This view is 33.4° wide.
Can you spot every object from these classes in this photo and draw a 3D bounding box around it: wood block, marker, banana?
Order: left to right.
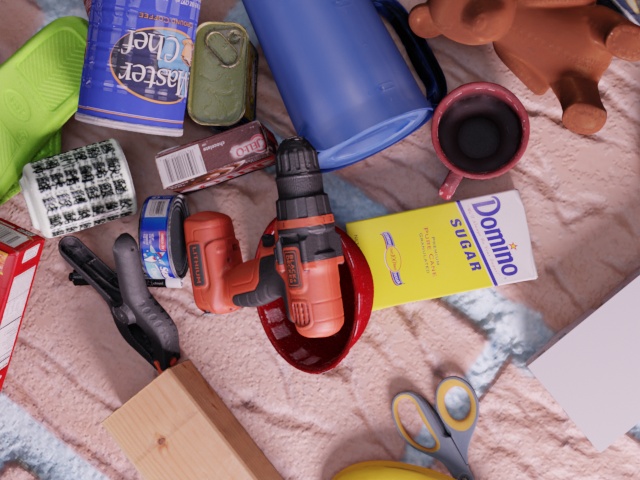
[{"bbox_3d":[-0.203,0.039,1.114,0.121,0.020,0.020,1,89,6],"label":"marker"},{"bbox_3d":[-0.111,0.230,1.064,0.091,0.090,0.206,-39,85,5],"label":"wood block"},{"bbox_3d":[0.090,0.255,1.062,0.198,0.037,0.069,3,112,16],"label":"banana"}]

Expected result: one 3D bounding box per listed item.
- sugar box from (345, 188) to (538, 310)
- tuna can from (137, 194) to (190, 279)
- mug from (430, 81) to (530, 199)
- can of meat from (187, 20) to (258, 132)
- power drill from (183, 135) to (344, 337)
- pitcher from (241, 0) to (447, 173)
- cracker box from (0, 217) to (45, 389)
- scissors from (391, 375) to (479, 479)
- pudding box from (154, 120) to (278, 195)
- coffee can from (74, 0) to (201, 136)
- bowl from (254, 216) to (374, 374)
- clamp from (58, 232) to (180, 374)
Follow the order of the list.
[{"bbox_3d":[0.120,0.010,1.065,0.176,0.048,0.093,-12,87,7],"label":"sugar box"},{"bbox_3d":[-0.156,-0.003,1.076,0.034,0.086,0.086,-1,88,7],"label":"tuna can"},{"bbox_3d":[0.149,-0.092,1.046,0.093,0.081,0.117,27,91,6],"label":"mug"},{"bbox_3d":[-0.095,-0.161,1.074,0.057,0.084,0.102,3,89,6],"label":"can of meat"},{"bbox_3d":[-0.057,0.001,1.022,0.188,0.057,0.184,-6,92,50],"label":"power drill"},{"bbox_3d":[0.012,-0.200,1.051,0.145,0.149,0.243,-27,82,20],"label":"pitcher"},{"bbox_3d":[-0.388,0.065,1.084,0.164,0.072,0.214,23,108,7],"label":"cracker box"},{"bbox_3d":[0.154,0.221,1.070,0.096,0.016,0.202,-42,85,6],"label":"scissors"},{"bbox_3d":[-0.100,-0.081,1.070,0.113,0.090,0.039,-17,85,6],"label":"pudding box"},{"bbox_3d":[-0.171,-0.176,1.008,0.103,0.102,0.140,10,98,6],"label":"coffee can"},{"bbox_3d":[0.002,0.047,1.049,0.162,0.055,0.162,11,105,48],"label":"bowl"},{"bbox_3d":[-0.185,0.059,1.064,0.039,0.120,0.171,-45,109,-28],"label":"clamp"}]
